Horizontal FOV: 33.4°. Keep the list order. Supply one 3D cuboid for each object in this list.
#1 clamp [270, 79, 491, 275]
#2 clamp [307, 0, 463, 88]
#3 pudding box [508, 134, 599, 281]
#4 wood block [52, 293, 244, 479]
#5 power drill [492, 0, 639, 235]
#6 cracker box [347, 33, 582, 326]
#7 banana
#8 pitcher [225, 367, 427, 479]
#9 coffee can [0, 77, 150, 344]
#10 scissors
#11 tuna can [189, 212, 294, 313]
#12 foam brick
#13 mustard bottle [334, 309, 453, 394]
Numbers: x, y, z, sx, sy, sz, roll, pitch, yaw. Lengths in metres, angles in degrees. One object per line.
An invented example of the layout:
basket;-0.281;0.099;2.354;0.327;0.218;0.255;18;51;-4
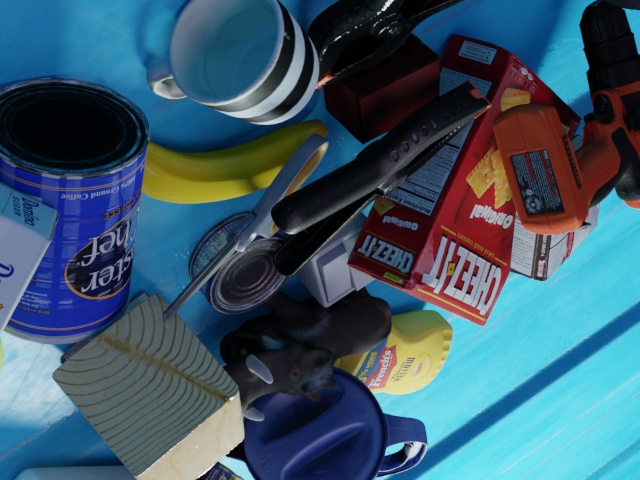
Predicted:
clamp;0.041;-0.049;0.821;0.209;0.036;0.165;-37;172;-16
clamp;0.056;-0.164;0.752;0.120;0.039;0.172;2;154;-39
pudding box;0.212;-0.029;0.945;0.113;0.039;0.090;-41;140;-40
wood block;-0.117;0.124;0.785;0.090;0.091;0.206;-39;167;-14
power drill;0.219;-0.096;0.871;0.187;0.058;0.184;-26;100;-42
cracker box;0.131;-0.046;0.925;0.164;0.072;0.214;25;89;-54
banana;-0.076;-0.059;0.789;0.197;0.037;0.070;-3;130;-43
pitcher;0.007;0.222;1.060;0.145;0.149;0.243;-49;163;-18
coffee can;-0.168;-0.018;0.686;0.102;0.103;0.140;-16;138;-33
scissors;-0.055;0.001;0.771;0.201;0.016;0.096;-52;172;-28
tuna can;-0.064;0.020;0.890;0.086;0.034;0.086;-26;143;-22
foam brick;0.048;-0.122;0.828;0.078;0.053;0.051;-30;144;-18
mustard bottle;0.048;0.117;1.084;0.191;0.058;0.096;3;126;-46
